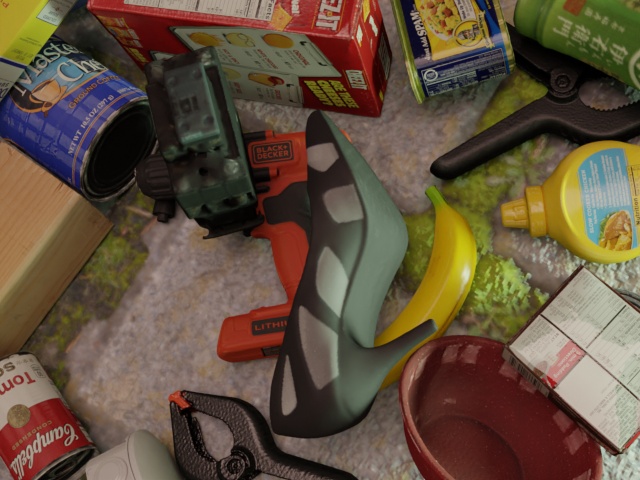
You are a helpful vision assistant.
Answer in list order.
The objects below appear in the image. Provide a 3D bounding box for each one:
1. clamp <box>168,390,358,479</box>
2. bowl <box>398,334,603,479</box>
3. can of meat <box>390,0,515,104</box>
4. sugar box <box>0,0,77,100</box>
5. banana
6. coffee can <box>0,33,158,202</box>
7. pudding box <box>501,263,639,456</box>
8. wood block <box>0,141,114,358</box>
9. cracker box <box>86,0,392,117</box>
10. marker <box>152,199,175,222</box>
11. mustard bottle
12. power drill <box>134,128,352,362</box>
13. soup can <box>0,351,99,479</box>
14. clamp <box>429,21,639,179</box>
[{"bbox_3d":[-0.051,0.176,0.836,0.120,0.039,0.171,-35,71,-3],"label":"clamp"},{"bbox_3d":[0.122,0.147,0.780,0.162,0.055,0.162,15,41,-13],"label":"bowl"},{"bbox_3d":[0.107,-0.172,0.869,0.084,0.057,0.102,-15,67,10],"label":"can of meat"},{"bbox_3d":[-0.259,-0.189,0.854,0.093,0.048,0.176,43,99,15],"label":"sugar box"},{"bbox_3d":[0.074,0.054,0.853,0.070,0.037,0.197,22,77,33],"label":"banana"},{"bbox_3d":[-0.220,-0.112,0.916,0.140,0.102,0.103,33,82,17],"label":"coffee can"},{"bbox_3d":[0.203,0.087,0.780,0.113,0.039,0.090,43,84,16],"label":"pudding box"},{"bbox_3d":[-0.280,0.034,0.892,0.091,0.090,0.206,34,82,16],"label":"wood block"},{"bbox_3d":[-0.058,-0.173,0.872,0.214,0.164,0.072,9,78,13],"label":"cracker box"},{"bbox_3d":[-0.129,-0.074,0.932,0.020,0.020,0.121,4,75,11],"label":"marker"},{"bbox_3d":[0.238,-0.031,0.833,0.192,0.058,0.096,-7,84,8],"label":"mustard bottle"},{"bbox_3d":[-0.056,0.001,0.872,0.184,0.057,0.187,-8,74,2],"label":"power drill"},{"bbox_3d":[-0.234,0.149,0.862,0.068,0.068,0.102,-38,71,-2],"label":"soup can"},{"bbox_3d":[0.194,-0.132,0.882,0.210,0.036,0.164,-2,72,11],"label":"clamp"}]
